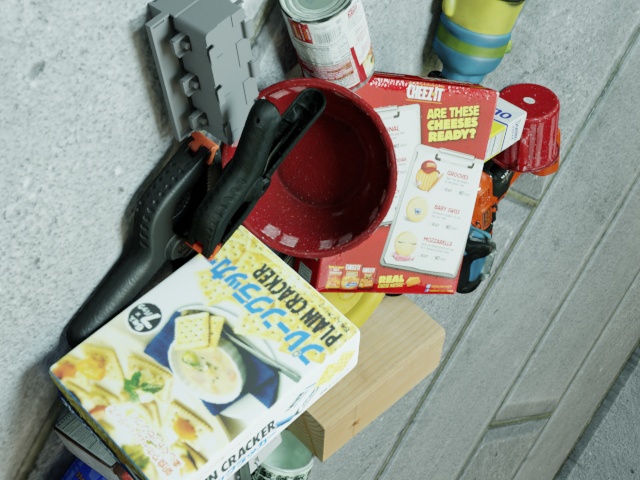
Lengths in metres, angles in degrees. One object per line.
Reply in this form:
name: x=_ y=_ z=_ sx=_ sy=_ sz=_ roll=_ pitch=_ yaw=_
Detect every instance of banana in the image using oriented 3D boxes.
banana: x=0.007 y=0.114 z=1.254 sx=0.197 sy=0.037 sz=0.069 roll=-41 pitch=171 yaw=-5

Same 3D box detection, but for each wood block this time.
wood block: x=0.050 y=0.166 z=1.330 sx=0.205 sy=0.090 sz=0.091 roll=-35 pitch=151 yaw=-26

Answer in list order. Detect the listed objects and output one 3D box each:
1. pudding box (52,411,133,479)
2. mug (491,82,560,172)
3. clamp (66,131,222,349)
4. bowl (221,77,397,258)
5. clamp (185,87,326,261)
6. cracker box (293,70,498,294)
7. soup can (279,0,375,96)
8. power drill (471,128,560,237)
pudding box: x=-0.176 y=0.168 z=0.963 sx=0.090 sy=0.114 sz=0.039 roll=-44 pitch=125 yaw=-23
mug: x=0.259 y=-0.138 z=1.355 sx=0.081 sy=0.093 sz=0.117 roll=84 pitch=18 yaw=-45
clamp: x=-0.139 y=0.004 z=0.928 sx=0.164 sy=0.036 sz=0.210 roll=-23 pitch=142 yaw=-48
bowl: x=-0.006 y=-0.068 z=0.963 sx=0.162 sy=0.162 sz=0.055 roll=-66 pitch=174 yaw=18
clamp: x=-0.062 y=-0.055 z=0.874 sx=0.171 sy=0.039 sz=0.120 roll=-56 pitch=164 yaw=13
cracker box: x=0.071 y=-0.056 z=1.056 sx=0.164 sy=0.072 sz=0.214 roll=2 pitch=107 yaw=-26
soup can: x=0.006 y=-0.183 z=0.929 sx=0.068 sy=0.069 sz=0.102 roll=-48 pitch=151 yaw=-15
power drill: x=0.253 y=-0.070 z=1.463 sx=0.187 sy=0.057 sz=0.184 roll=-45 pitch=151 yaw=-21
